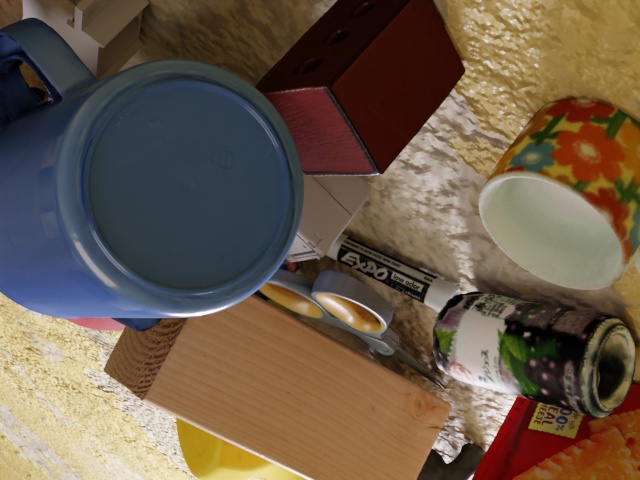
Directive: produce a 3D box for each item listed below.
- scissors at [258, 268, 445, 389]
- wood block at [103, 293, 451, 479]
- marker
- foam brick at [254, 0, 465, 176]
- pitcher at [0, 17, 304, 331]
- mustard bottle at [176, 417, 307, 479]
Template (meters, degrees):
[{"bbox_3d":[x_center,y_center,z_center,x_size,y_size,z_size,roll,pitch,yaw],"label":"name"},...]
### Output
[{"bbox_3d":[0.021,0.056,0.687,0.096,0.016,0.201,15,163,21],"label":"scissors"},{"bbox_3d":[-0.027,0.099,0.720,0.205,0.091,0.090,31,172,-27],"label":"wood block"},{"bbox_3d":[0.030,0.013,0.669,0.121,0.020,0.020,25,151,22],"label":"marker"},{"bbox_3d":[0.019,-0.073,0.487,0.053,0.078,0.051,3,135,47],"label":"foam brick"},{"bbox_3d":[-0.107,-0.029,0.540,0.149,0.145,0.243,17,172,-23],"label":"pitcher"},{"bbox_3d":[-0.022,0.148,0.838,0.191,0.096,0.058,18,137,-40],"label":"mustard bottle"}]
